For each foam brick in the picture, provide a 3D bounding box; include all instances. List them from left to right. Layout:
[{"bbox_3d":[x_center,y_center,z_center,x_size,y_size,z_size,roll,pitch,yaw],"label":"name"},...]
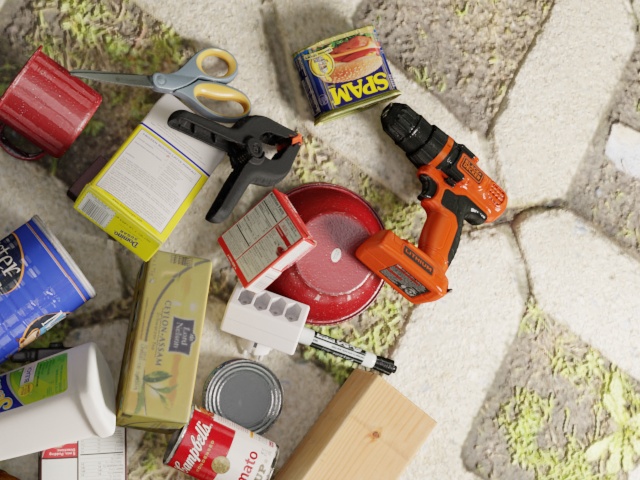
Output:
[{"bbox_3d":[-0.221,-0.044,1.117,0.078,0.053,0.051,43,78,-9],"label":"foam brick"}]

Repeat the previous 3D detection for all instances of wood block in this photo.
[{"bbox_3d":[0.021,0.249,1.150,0.091,0.090,0.206,39,79,-9],"label":"wood block"}]

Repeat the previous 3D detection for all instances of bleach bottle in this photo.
[{"bbox_3d":[-0.329,0.180,1.041,0.251,0.102,0.068,-19,121,1],"label":"bleach bottle"}]

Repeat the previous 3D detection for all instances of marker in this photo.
[{"bbox_3d":[0.030,0.124,1.193,0.121,0.020,0.020,21,83,-13],"label":"marker"}]

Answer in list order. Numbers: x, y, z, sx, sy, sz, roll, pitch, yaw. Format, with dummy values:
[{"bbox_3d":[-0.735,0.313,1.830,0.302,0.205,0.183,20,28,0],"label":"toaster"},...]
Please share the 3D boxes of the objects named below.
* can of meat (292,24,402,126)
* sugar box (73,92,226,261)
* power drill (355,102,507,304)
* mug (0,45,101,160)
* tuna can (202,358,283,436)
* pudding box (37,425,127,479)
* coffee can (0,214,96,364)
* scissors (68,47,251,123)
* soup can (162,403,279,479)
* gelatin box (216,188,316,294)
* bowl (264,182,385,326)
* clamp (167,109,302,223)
[{"bbox_3d":[0.028,-0.184,1.186,0.102,0.057,0.084,-20,90,-15],"label":"can of meat"},{"bbox_3d":[-0.167,-0.068,1.091,0.093,0.048,0.176,39,41,-9],"label":"sugar box"},{"bbox_3d":[0.111,-0.040,1.171,0.184,0.057,0.187,39,59,-15],"label":"power drill"},{"bbox_3d":[-0.285,-0.129,1.093,0.081,0.093,0.117,36,110,-15],"label":"mug"},{"bbox_3d":[-0.085,0.171,1.154,0.086,0.034,0.086,1,88,-15],"label":"tuna can"},{"bbox_3d":[-0.246,0.230,1.108,0.090,0.039,0.113,0,90,-17],"label":"pudding box"},{"bbox_3d":[-0.310,0.055,1.064,0.140,0.103,0.103,-37,97,-13],"label":"coffee can"},{"bbox_3d":[-0.162,-0.181,1.127,0.201,0.016,0.096,18,61,-26],"label":"scissors"},{"bbox_3d":[-0.102,0.220,1.099,0.102,0.068,0.068,27,81,-8],"label":"soup can"},{"bbox_3d":[-0.057,0.001,1.135,0.089,0.030,0.073,-40,59,13],"label":"gelatin box"},{"bbox_3d":[0.009,0.015,1.174,0.162,0.055,0.162,0,88,-15],"label":"bowl"},{"bbox_3d":[-0.079,-0.080,1.120,0.171,0.039,0.120,-8,85,-45],"label":"clamp"}]
